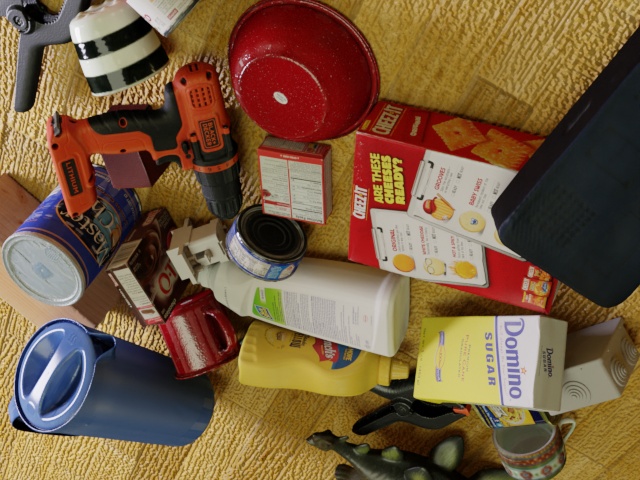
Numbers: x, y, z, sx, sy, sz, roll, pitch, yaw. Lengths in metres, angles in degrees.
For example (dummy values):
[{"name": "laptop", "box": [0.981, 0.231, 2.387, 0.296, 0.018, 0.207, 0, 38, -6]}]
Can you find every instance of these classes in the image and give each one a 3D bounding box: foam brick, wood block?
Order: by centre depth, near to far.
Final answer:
[{"name": "foam brick", "box": [-0.206, -0.103, 1.169, 0.053, 0.051, 0.078, 2, 128, 23]}, {"name": "wood block", "box": [-0.352, 0.029, 1.324, 0.206, 0.090, 0.091, 42, 134, -12]}]

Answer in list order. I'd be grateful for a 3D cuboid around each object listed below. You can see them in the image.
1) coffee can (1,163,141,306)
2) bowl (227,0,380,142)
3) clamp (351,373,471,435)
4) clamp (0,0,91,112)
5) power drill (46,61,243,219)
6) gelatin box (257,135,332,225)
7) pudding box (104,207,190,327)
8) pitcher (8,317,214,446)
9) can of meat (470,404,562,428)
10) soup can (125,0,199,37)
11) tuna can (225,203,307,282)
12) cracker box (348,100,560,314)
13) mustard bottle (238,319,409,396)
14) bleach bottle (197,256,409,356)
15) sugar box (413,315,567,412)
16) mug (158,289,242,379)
[{"name": "coffee can", "box": [-0.283, -0.007, 1.223, 0.103, 0.140, 0.103, 14, 132, 15]}, {"name": "bowl", "box": [-0.027, -0.152, 1.037, 0.162, 0.055, 0.162, 14, 132, 16]}, {"name": "clamp", "box": [0.094, 0.183, 1.272, 0.172, 0.039, 0.120, -10, 127, 28]}, {"name": "clamp", "box": [-0.316, -0.241, 1.115, 0.210, 0.036, 0.164, -31, 110, 38]}, {"name": "power drill", "box": [-0.179, -0.084, 1.111, 0.187, 0.057, 0.184, -15, 124, -8]}, {"name": "gelatin box", "box": [-0.026, -0.063, 1.129, 0.073, 0.030, 0.089, 11, 131, 16]}, {"name": "pudding box", "box": [-0.192, 0.030, 1.231, 0.039, 0.113, 0.090, -12, 122, 30]}, {"name": "pitcher", "box": [-0.252, 0.190, 1.315, 0.149, 0.145, 0.242, 11, 170, 38]}, {"name": "can of meat", "box": [0.210, 0.161, 1.183, 0.084, 0.057, 0.102, -15, 119, 37]}, {"name": "soup can", "box": [-0.162, -0.251, 1.011, 0.102, 0.068, 0.069, 42, 133, -12]}, {"name": "tuna can", "box": [-0.058, 0.001, 1.160, 0.086, 0.086, 0.034, 31, 132, -1]}, {"name": "cracker box", "box": [0.141, -0.034, 1.044, 0.214, 0.072, 0.164, 15, 132, 15]}, {"name": "mustard bottle", "box": [0.007, 0.138, 1.231, 0.192, 0.096, 0.058, 7, 119, 9]}, {"name": "bleach bottle", "box": [-0.027, 0.056, 1.208, 0.251, 0.068, 0.102, 13, 130, 19]}, {"name": "sugar box", "box": [0.173, 0.125, 1.107, 0.048, 0.093, 0.177, 13, 168, -32]}, {"name": "mug", "box": [-0.140, 0.109, 1.275, 0.117, 0.093, 0.081, -10, 104, 55]}]
